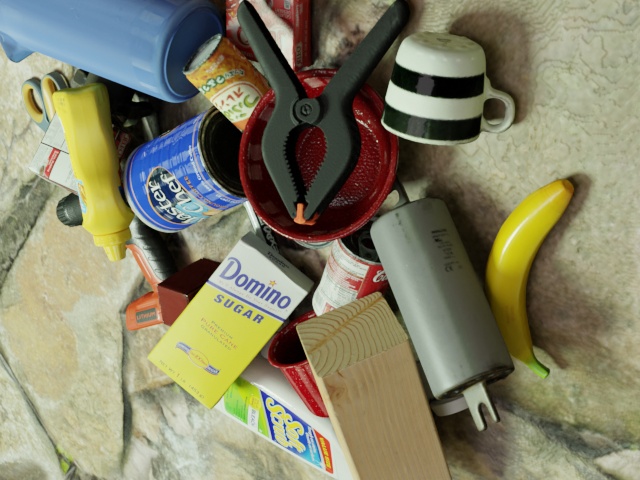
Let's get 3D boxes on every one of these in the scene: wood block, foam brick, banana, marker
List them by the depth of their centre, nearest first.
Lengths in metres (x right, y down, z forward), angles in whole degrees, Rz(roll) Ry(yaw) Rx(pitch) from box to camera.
[{"bbox_3d":[0.180,0.029,0.944,0.070,0.037,0.198,9,121,17],"label":"banana"},{"bbox_3d":[0.055,0.167,1.035,0.090,0.091,0.206,-119,8,-58],"label":"wood block"},{"bbox_3d":[-0.058,0.001,1.151,0.020,0.020,0.121,-9,106,44],"label":"marker"},{"bbox_3d":[-0.140,0.063,1.218,0.051,0.078,0.053,14,121,35],"label":"foam brick"}]

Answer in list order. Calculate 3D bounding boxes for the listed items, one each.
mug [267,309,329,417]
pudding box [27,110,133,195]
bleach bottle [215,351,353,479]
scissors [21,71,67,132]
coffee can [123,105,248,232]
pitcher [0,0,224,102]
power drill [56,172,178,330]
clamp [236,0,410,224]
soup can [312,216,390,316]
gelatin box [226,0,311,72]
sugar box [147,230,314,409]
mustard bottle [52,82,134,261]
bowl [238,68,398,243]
[{"bbox_3d":[0.015,0.123,1.107,0.117,0.093,0.081,-29,115,5],"label":"mug"},{"bbox_3d":[-0.281,-0.101,1.244,0.114,0.039,0.090,22,85,37],"label":"pudding box"},{"bbox_3d":[-0.010,0.200,1.188,0.251,0.068,0.103,27,129,26],"label":"bleach bottle"},{"bbox_3d":[-0.333,-0.118,1.337,0.096,0.016,0.202,23,126,34],"label":"scissors"},{"bbox_3d":[-0.125,-0.074,1.111,0.141,0.102,0.103,-19,99,46],"label":"coffee can"},{"bbox_3d":[-0.217,-0.241,1.097,0.243,0.144,0.149,26,140,25],"label":"pitcher"},{"bbox_3d":[-0.232,0.012,1.285,0.185,0.057,0.187,-14,103,43],"label":"power drill"},{"bbox_3d":[0.003,-0.120,0.951,0.165,0.036,0.210,-3,88,24],"label":"clamp"},{"bbox_3d":[0.036,0.034,1.050,0.068,0.068,0.102,38,133,20],"label":"soup can"},{"bbox_3d":[-0.050,-0.207,1.023,0.089,0.030,0.073,22,126,32],"label":"gelatin box"},{"bbox_3d":[-0.097,0.086,1.144,0.093,0.048,0.176,39,108,0],"label":"sugar box"},{"bbox_3d":[-0.239,-0.071,1.150,0.096,0.058,0.191,-146,45,-72],"label":"mustard bottle"},{"bbox_3d":[0.006,-0.077,0.998,0.162,0.055,0.162,-2,86,25],"label":"bowl"}]
